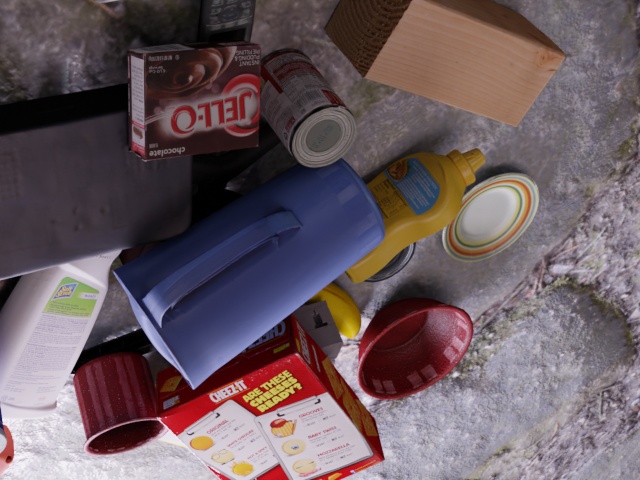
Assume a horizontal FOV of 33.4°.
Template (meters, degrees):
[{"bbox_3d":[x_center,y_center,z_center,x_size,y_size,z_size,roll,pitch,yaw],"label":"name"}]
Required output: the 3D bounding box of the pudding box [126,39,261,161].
[{"bbox_3d":[-0.105,-0.119,0.895,0.113,0.039,0.090,-10,113,-31],"label":"pudding box"}]

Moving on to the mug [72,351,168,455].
[{"bbox_3d":[-0.212,0.175,1.130,0.093,0.081,0.117,-15,154,-12],"label":"mug"}]

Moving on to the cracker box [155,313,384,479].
[{"bbox_3d":[-0.051,0.188,1.138,0.164,0.072,0.213,-26,130,11],"label":"cracker box"}]

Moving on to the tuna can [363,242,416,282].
[{"bbox_3d":[0.065,0.007,1.212,0.086,0.034,0.086,-17,135,-17],"label":"tuna can"}]

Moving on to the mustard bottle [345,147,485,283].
[{"bbox_3d":[0.092,-0.040,1.138,0.191,0.096,0.058,-33,138,0],"label":"mustard bottle"}]

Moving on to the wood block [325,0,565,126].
[{"bbox_3d":[0.121,-0.189,1.022,0.205,0.090,0.091,10,123,-38],"label":"wood block"}]

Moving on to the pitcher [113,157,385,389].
[{"bbox_3d":[-0.062,0.018,0.998,0.242,0.149,0.145,-35,123,-11],"label":"pitcher"}]

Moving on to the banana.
[{"bbox_3d":[-0.007,0.069,1.229,0.070,0.037,0.197,-25,144,38],"label":"banana"}]

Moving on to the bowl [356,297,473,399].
[{"bbox_3d":[0.107,0.124,1.330,0.162,0.055,0.162,-17,136,-17],"label":"bowl"}]

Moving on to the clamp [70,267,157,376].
[{"bbox_3d":[-0.156,0.084,1.143,0.209,0.036,0.165,-1,139,-31],"label":"clamp"}]

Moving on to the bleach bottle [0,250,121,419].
[{"bbox_3d":[-0.256,0.063,1.050,0.102,0.068,0.251,9,120,-52],"label":"bleach bottle"}]

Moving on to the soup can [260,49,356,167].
[{"bbox_3d":[-0.017,-0.123,0.991,0.068,0.102,0.068,-17,135,-18],"label":"soup can"}]

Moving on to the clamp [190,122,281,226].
[{"bbox_3d":[-0.099,-0.062,1.045,0.171,0.039,0.120,-4,114,-23],"label":"clamp"}]
